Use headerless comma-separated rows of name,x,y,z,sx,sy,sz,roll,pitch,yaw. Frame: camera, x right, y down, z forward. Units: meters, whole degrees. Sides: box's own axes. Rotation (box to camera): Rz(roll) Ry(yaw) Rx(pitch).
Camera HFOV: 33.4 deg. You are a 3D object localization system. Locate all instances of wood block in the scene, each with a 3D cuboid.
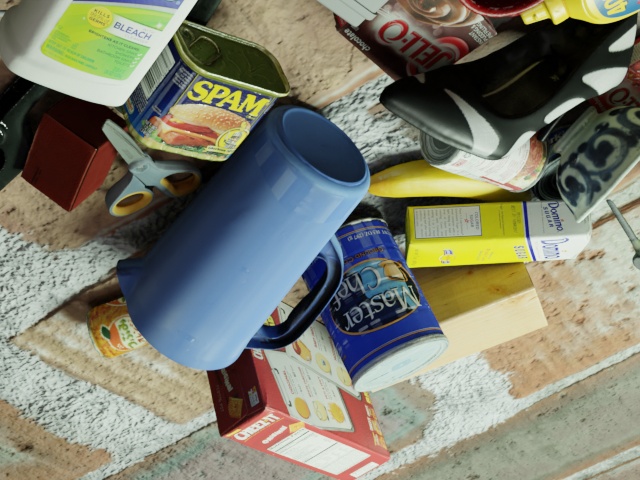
wood block,0.127,0.075,1.155,0.206,0.090,0.090,-22,143,8

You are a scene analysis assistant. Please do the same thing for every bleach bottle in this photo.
bleach bottle,-0.110,-0.200,0.686,0.102,0.068,0.251,17,130,-34

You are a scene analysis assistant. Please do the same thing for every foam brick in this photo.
foam brick,-0.199,-0.074,0.866,0.053,0.051,0.078,37,131,2

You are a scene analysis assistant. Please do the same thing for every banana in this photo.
banana,0.140,-0.050,1.043,0.197,0.037,0.070,12,133,-31

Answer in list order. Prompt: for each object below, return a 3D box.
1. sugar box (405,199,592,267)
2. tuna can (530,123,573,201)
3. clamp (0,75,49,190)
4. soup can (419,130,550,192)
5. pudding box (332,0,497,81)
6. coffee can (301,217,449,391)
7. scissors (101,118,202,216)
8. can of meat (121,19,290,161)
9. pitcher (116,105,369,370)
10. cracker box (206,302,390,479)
sugar box,0.173,-0.006,1.060,0.176,0.048,0.093,-1,165,3
tuna can,0.245,-0.074,1.053,0.086,0.034,0.086,-10,143,-8
clamp,-0.272,-0.097,0.836,0.120,0.039,0.172,9,132,-25
soup can,0.149,-0.088,0.973,0.102,0.068,0.069,14,134,-33
pudding box,0.075,-0.177,0.856,0.090,0.039,0.113,-34,140,22
coffee can,0.050,0.063,1.050,0.102,0.140,0.103,-22,158,-10
scissors,-0.163,-0.055,0.883,0.096,0.016,0.201,-28,165,14
can of meat,-0.089,-0.110,0.811,0.101,0.057,0.084,10,135,-43
pitcher,-0.056,0.001,0.966,0.149,0.145,0.243,-13,150,-53
cracker box,-0.031,0.153,1.137,0.072,0.164,0.213,-36,139,22
